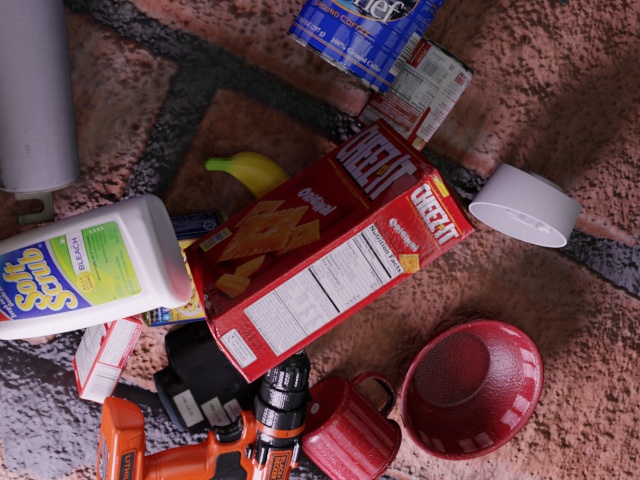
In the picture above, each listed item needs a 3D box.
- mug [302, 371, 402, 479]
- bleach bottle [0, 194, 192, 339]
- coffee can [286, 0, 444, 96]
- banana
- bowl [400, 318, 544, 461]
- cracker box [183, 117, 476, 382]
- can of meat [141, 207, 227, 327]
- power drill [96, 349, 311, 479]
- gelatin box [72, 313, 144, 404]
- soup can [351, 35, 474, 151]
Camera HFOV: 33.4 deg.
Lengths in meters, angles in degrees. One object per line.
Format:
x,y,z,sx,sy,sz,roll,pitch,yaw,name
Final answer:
0.029,0.183,1.073,0.117,0.093,0.081,-47,112,-11,mug
-0.244,0.043,0.914,0.251,0.068,0.102,-19,88,10,bleach bottle
0.050,-0.210,0.914,0.102,0.103,0.140,29,100,-25,coffee can
-0.041,-0.010,1.000,0.069,0.037,0.198,-26,117,-3,banana
0.148,0.145,1.108,0.162,0.055,0.162,-6,112,-16,bowl
-0.002,-0.001,0.875,0.213,0.164,0.072,-34,114,1,cracker box
-0.125,0.027,0.978,0.083,0.057,0.102,-8,112,-12,can of meat
-0.104,0.177,0.972,0.187,0.057,0.184,1,116,-22,power drill
-0.193,0.093,0.972,0.030,0.073,0.089,21,102,-24,gelatin box
0.084,-0.130,0.975,0.068,0.068,0.102,31,98,-25,soup can
